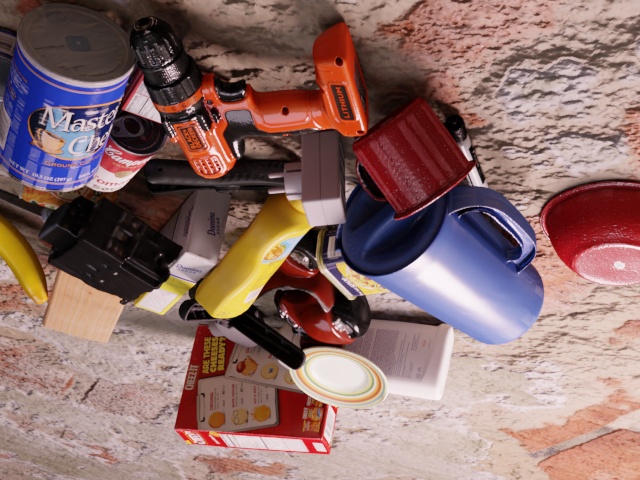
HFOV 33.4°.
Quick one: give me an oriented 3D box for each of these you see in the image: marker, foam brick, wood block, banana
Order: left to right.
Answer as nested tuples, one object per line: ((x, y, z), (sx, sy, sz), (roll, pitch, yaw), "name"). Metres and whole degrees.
((-0.406, -0.001, 1.307), (0.197, 0.069, 0.037), (36, 161, -19), "banana")
((-0.285, 0.044, 1.340), (0.090, 0.090, 0.206), (17, 151, -12), "wood block")
((0.006, 0.111, 1.383), (0.053, 0.078, 0.051), (5, 149, 8), "foam brick")
((0.144, -0.084, 1.052), (0.020, 0.020, 0.121), (-2, 149, 21), "marker")

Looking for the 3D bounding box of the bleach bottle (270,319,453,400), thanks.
((0.045, 0.143, 1.427), (0.251, 0.102, 0.068), (9, 158, 15), "bleach bottle")

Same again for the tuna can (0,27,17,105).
((-0.309, -0.167, 1.027), (0.086, 0.033, 0.086), (8, 151, 4), "tuna can")

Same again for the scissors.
((-0.295, -0.039, 1.227), (0.201, 0.096, 0.016), (38, 142, -12), "scissors")

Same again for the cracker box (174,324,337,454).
((-0.080, 0.208, 1.495), (0.214, 0.164, 0.072), (1, 148, 15), "cracker box")

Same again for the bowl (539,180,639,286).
((0.311, 0.003, 1.119), (0.162, 0.055, 0.162), (7, 151, 4), "bowl")

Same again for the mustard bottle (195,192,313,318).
((-0.058, 0.001, 1.176), (0.058, 0.096, 0.192), (46, 118, 11), "mustard bottle")

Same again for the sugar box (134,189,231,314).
((-0.161, 0.013, 1.244), (0.048, 0.093, 0.177), (22, 149, -22), "sugar box")

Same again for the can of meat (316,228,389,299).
((0.056, 0.022, 1.231), (0.084, 0.057, 0.102), (-10, 146, 27), "can of meat")

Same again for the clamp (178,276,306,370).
((-0.103, 0.092, 1.301), (0.164, 0.036, 0.210), (28, -175, -15), "clamp")

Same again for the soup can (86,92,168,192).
((-0.206, -0.098, 1.085), (0.068, 0.068, 0.102), (23, 149, -23), "soup can")

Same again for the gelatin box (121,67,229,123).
((-0.138, -0.140, 1.028), (0.089, 0.030, 0.073), (20, 151, -19), "gelatin box")

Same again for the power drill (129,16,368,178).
((-0.059, -0.138, 0.949), (0.188, 0.057, 0.184), (-8, 142, 14), "power drill")

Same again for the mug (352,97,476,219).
((0.077, -0.075, 0.997), (0.081, 0.093, 0.117), (54, 142, -7), "mug")

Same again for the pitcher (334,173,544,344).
((0.147, 0.020, 1.132), (0.242, 0.145, 0.149), (34, -178, -43), "pitcher")

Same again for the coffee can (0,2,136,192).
((-0.235, -0.128, 0.968), (0.102, 0.102, 0.140), (17, 134, -14), "coffee can")

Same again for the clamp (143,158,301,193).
((-0.103, -0.068, 1.097), (0.171, 0.039, 0.120), (-4, -177, 0), "clamp")
